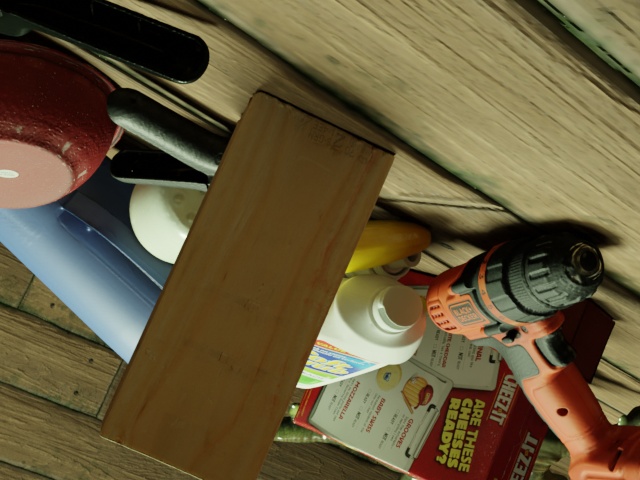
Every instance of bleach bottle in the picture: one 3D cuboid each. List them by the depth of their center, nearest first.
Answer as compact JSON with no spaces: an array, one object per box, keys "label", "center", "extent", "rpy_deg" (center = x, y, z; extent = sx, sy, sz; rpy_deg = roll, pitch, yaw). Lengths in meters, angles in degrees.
[{"label":"bleach bottle","center":[0.006,0.064,0.820],"extent":[0.102,0.068,0.251],"rpy_deg":[27,161,-13]}]

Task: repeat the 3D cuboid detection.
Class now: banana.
[{"label":"banana","center":[-0.023,0.010,0.758],"extent":[0.198,0.037,0.069],"rpy_deg":[-9,-175,25]}]

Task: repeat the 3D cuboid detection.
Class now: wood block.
[{"label":"wood block","center":[-0.045,0.031,0.624],"extent":[0.090,0.206,0.091],"rpy_deg":[25,172,-8]}]

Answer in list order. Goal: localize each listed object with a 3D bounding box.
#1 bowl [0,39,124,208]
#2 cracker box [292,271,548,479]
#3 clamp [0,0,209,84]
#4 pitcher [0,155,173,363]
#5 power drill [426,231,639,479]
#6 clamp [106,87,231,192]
[{"label":"bowl","center":[-0.214,-0.067,0.729],"extent":[0.162,0.055,0.162],"rpy_deg":[-3,153,-2]},{"label":"cracker box","center":[0.095,0.119,0.910],"extent":[0.214,0.164,0.072],"rpy_deg":[15,169,45]},{"label":"clamp","center":[-0.159,-0.127,0.536],"extent":[0.164,0.036,0.210],"rpy_deg":[31,170,-35]},{"label":"pitcher","center":[-0.187,-0.002,0.915],"extent":[0.242,0.145,0.149],"rpy_deg":[44,121,-16]},{"label":"power drill","center":[0.159,0.080,0.666],"extent":[0.187,0.057,0.185],"rpy_deg":[53,162,-2]},{"label":"clamp","center":[-0.067,-0.053,0.711],"extent":[0.171,0.039,0.120],"rpy_deg":[12,166,3]}]
